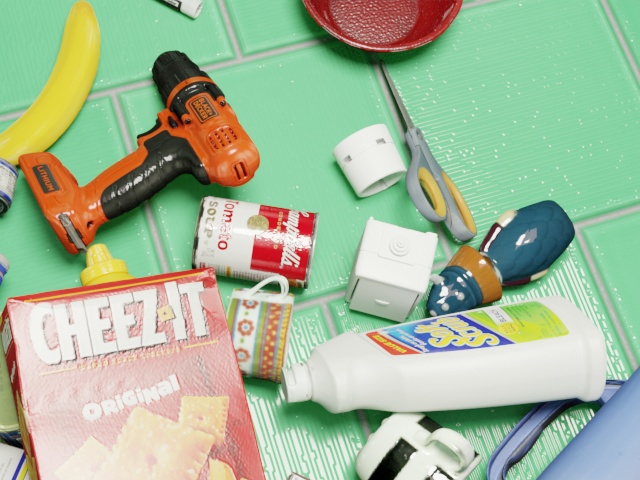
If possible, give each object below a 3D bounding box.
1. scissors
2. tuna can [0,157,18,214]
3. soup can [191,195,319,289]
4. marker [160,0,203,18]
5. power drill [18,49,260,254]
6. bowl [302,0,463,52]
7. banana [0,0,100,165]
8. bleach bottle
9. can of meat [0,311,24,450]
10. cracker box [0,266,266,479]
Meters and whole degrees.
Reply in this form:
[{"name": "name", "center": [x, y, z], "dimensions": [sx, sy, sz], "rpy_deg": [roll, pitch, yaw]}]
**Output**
[{"name": "scissors", "center": [0.082, -0.087, 0.971], "dimensions": [0.016, 0.096, 0.202], "rpy_deg": [-35, 75, 26]}, {"name": "tuna can", "center": [-0.304, -0.051, 0.912], "dimensions": [0.086, 0.086, 0.034], "rpy_deg": [8, 71, -3]}, {"name": "soup can", "center": [-0.056, 0.001, 0.926], "dimensions": [0.102, 0.068, 0.068], "rpy_deg": [9, 69, -1]}, {"name": "marker", "center": [-0.170, -0.250, 1.032], "dimensions": [0.121, 0.020, 0.020], "rpy_deg": [28, 70, 5]}, {"name": "power drill", "center": [-0.164, -0.082, 0.933], "dimensions": [0.187, 0.057, 0.185], "rpy_deg": [-30, 47, -7]}, {"name": "bowl", "center": [0.055, -0.240, 1.031], "dimensions": [0.162, 0.055, 0.162], "rpy_deg": [2, 70, -5]}, {"name": "banana", "center": [-0.248, -0.135, 0.973], "dimensions": [0.069, 0.037, 0.197], "rpy_deg": [31, 70, 5]}, {"name": "bleach bottle", "center": [0.095, 0.102, 0.865], "dimensions": [0.250, 0.103, 0.068], "rpy_deg": [-8, 114, -11]}, {"name": "can of meat", "center": [-0.241, 0.113, 0.859], "dimensions": [0.057, 0.084, 0.102], "rpy_deg": [-10, 72, -10]}, {"name": "cracker box", "center": [-0.137, 0.137, 0.795], "dimensions": [0.164, 0.072, 0.214], "rpy_deg": [-9, 74, -24]}]
